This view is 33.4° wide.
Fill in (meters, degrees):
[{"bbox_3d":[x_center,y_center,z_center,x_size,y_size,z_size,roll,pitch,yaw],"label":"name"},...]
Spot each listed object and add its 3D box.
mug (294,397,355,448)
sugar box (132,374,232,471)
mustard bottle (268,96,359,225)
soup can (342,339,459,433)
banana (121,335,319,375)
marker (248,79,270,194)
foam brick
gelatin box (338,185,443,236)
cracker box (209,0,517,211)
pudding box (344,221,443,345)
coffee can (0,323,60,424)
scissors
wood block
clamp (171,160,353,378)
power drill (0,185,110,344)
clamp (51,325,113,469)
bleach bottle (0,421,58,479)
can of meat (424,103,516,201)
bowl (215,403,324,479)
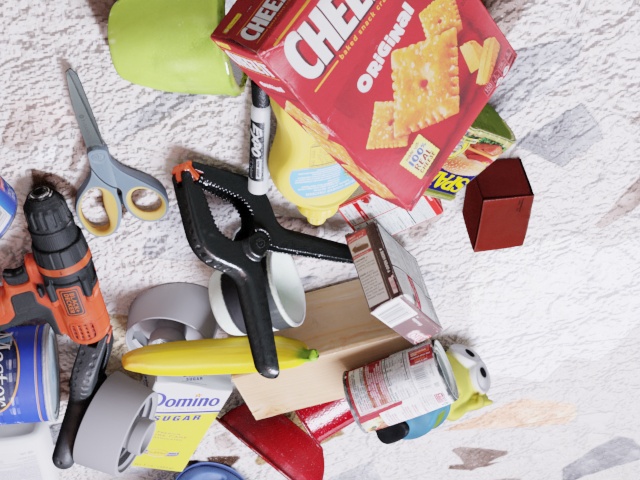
[{"bbox_3d":[0.010,0.178,1.233,0.081,0.093,0.117,-31,176,-1],"label":"mug"},{"bbox_3d":[-0.177,0.205,1.254,0.093,0.048,0.176,11,136,-22],"label":"sugar box"},{"bbox_3d":[0.001,-0.083,0.949,0.096,0.058,0.192,-19,143,-19],"label":"mustard bottle"},{"bbox_3d":[0.082,0.148,1.088,0.102,0.068,0.068,-22,138,13],"label":"soup can"},{"bbox_3d":[-0.097,0.114,1.076,0.198,0.037,0.069,-4,165,5],"label":"banana"},{"bbox_3d":[-0.053,-0.094,0.946,0.020,0.020,0.121,-3,130,-9],"label":"marker"},{"bbox_3d":[0.174,-0.034,1.049,0.053,0.051,0.078,-6,139,-7],"label":"foam brick"},{"bbox_3d":[0.065,-0.039,1.038,0.089,0.030,0.073,-24,139,15],"label":"gelatin box"},{"bbox_3d":[0.044,-0.148,0.818,0.164,0.072,0.213,-54,133,-6],"label":"cracker box"},{"bbox_3d":[0.073,0.043,1.046,0.039,0.090,0.113,-27,148,14],"label":"pudding box"},{"bbox_3d":[-0.345,0.141,1.101,0.140,0.103,0.103,-3,139,-8],"label":"coffee can"},{"bbox_3d":[-0.180,-0.074,0.957,0.096,0.016,0.202,0,139,-14],"label":"scissors"},{"bbox_3d":[0.012,0.111,1.152,0.206,0.090,0.091,-15,139,6],"label":"wood block"},{"bbox_3d":[-0.057,0.001,1.004,0.036,0.164,0.210,-13,117,53],"label":"clamp"},{"bbox_3d":[-0.308,0.037,1.019,0.187,0.057,0.184,-9,128,1],"label":"power drill"},{"bbox_3d":[-0.252,0.161,1.140,0.039,0.120,0.172,12,132,-4],"label":"clamp"},{"bbox_3d":[-0.369,0.278,1.286,0.102,0.068,0.251,-2,141,-9],"label":"bleach bottle"},{"bbox_3d":[0.115,-0.087,0.959,0.084,0.057,0.101,-42,150,27],"label":"can of meat"},{"bbox_3d":[-0.049,0.241,1.271,0.055,0.162,0.162,-51,136,-10],"label":"bowl"}]
